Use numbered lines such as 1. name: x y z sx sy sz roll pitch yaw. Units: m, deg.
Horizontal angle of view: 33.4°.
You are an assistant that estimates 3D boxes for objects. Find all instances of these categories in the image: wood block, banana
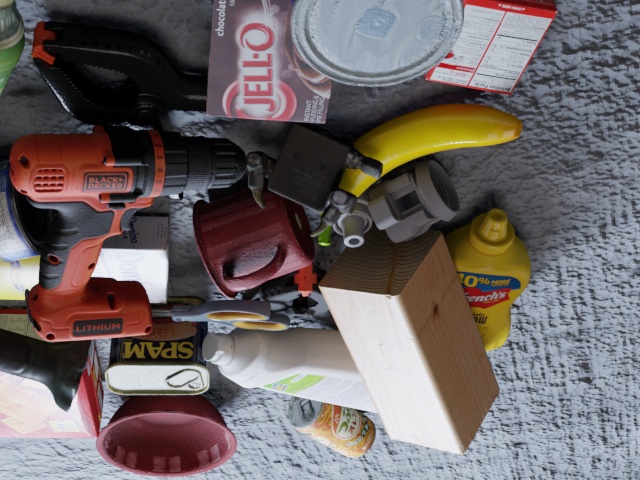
1. wood block: 0.089 0.094 1.006 0.090 0.090 0.206 6 133 37
2. banana: 0.070 -0.069 0.883 0.198 0.069 0.037 -31 169 23

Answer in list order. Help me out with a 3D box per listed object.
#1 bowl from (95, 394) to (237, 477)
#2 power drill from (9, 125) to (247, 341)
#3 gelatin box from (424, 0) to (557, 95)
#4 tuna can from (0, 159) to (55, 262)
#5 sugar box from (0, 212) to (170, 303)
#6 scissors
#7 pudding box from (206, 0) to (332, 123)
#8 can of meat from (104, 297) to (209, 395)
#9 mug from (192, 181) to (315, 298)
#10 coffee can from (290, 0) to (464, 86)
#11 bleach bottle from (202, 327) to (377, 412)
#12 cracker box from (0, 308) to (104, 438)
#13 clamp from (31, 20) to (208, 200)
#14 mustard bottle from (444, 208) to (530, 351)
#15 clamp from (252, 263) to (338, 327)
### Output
1. bowl: -0.177 0.216 1.240 0.162 0.055 0.162 -2 142 -2
2. power drill: -0.160 -0.007 0.861 0.184 0.057 0.188 -1 127 -23
3. gelatin box: 0.125 -0.154 0.804 0.073 0.030 0.089 7 142 -14
4. tuna can: -0.255 -0.026 0.897 0.034 0.086 0.086 -11 142 8
5. sugar box: -0.228 0.017 0.987 0.176 0.048 0.093 3 144 -6
6. scissors: -0.113 0.074 1.026 0.202 0.016 0.096 -7 160 43
7. pudding box: -0.035 -0.138 0.766 0.090 0.039 0.113 2 134 -7
8. can of meat: -0.162 0.105 1.075 0.102 0.084 0.057 1 142 -5
9. mug: -0.056 0.001 0.927 0.081 0.117 0.093 -19 119 12
10. coffee can: 0.030 -0.182 0.671 0.103 0.140 0.103 -2 142 -2
11. bleach bottle: -0.003 0.124 1.095 0.250 0.068 0.103 15 142 -35
12. cracker box: -0.344 0.144 1.123 0.213 0.072 0.164 1 142 -4
13. clamp: -0.126 -0.114 0.832 0.165 0.036 0.209 -28 140 27
14. mustard bottle: 0.150 0.036 1.028 0.096 0.058 0.192 7 141 -1
15. clamp: -0.011 0.058 1.034 0.120 0.039 0.172 -2 166 -15
